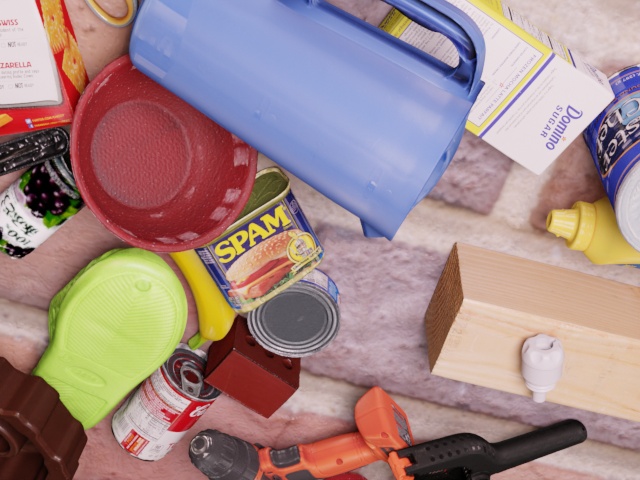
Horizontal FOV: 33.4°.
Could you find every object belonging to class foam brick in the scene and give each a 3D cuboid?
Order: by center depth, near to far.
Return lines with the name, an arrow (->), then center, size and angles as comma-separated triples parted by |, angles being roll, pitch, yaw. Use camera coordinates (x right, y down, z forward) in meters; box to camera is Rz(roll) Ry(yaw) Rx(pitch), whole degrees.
foam brick -> -0.063, 0.120, 1.007 | 0.078, 0.053, 0.051 | 34, 118, -19

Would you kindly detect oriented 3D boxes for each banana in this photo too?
banana -> -0.121, 0.024, 0.956 | 0.070, 0.037, 0.198 | -14, 121, 10

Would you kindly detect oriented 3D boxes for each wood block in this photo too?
wood block -> 0.206, 0.083, 0.953 | 0.206, 0.091, 0.090 | 14, 123, -7

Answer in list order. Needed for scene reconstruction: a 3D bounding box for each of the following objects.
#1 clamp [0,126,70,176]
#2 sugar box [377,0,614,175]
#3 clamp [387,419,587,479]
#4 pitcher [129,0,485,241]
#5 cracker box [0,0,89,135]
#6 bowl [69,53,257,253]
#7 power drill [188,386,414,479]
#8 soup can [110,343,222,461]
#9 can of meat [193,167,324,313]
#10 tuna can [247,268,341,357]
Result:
clamp -> -0.295, -0.053, 0.861 | 0.172, 0.120, 0.039 | -13, 96, 37
sugar box -> 0.133, -0.135, 0.842 | 0.176, 0.048, 0.093 | 30, 121, -19
clamp -> 0.155, 0.218, 1.036 | 0.209, 0.036, 0.165 | 20, 121, -41
pitcher -> -0.008, -0.122, 0.771 | 0.243, 0.145, 0.149 | 31, 82, 3
cracker box -> -0.285, -0.183, 0.809 | 0.164, 0.072, 0.214 | -8, 121, 7
bowl -> -0.132, -0.071, 0.856 | 0.162, 0.162, 0.055 | 47, 157, -24
power drill -> -0.014, 0.199, 1.022 | 0.188, 0.057, 0.184 | -20, 149, 14
soup can -> -0.148, 0.156, 1.024 | 0.068, 0.068, 0.102 | 32, 119, -17
can of meat -> -0.056, 0.001, 0.916 | 0.102, 0.057, 0.084 | -32, 122, -6
tuna can -> -0.023, 0.064, 0.981 | 0.086, 0.033, 0.086 | 1, 123, 1
